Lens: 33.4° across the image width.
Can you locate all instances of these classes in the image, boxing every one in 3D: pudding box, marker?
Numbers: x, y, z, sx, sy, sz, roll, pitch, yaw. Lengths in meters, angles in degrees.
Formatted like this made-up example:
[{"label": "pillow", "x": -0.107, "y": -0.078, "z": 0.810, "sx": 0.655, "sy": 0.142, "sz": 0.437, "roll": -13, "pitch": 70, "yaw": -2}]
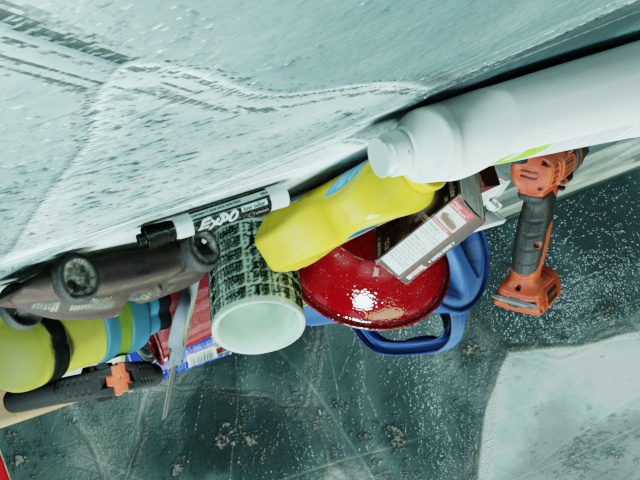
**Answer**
[{"label": "pudding box", "x": 0.088, "y": -0.027, "z": 0.880, "sx": 0.090, "sy": 0.039, "sz": 0.113, "roll": -41, "pitch": -157, "yaw": 23}, {"label": "marker", "x": -0.081, "y": -0.018, "z": 0.804, "sx": 0.121, "sy": 0.020, "sz": 0.020, "roll": -19, "pitch": 175, "yaw": -21}]

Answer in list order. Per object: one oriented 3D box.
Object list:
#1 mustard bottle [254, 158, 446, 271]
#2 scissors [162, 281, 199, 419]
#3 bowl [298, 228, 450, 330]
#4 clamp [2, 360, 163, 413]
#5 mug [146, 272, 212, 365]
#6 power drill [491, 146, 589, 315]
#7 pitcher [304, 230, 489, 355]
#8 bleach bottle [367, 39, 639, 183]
[{"label": "mustard bottle", "x": 0.035, "y": -0.035, "z": 0.854, "sx": 0.192, "sy": 0.058, "sz": 0.096, "roll": -27, "pitch": -175, "yaw": 46}, {"label": "scissors", "x": -0.135, "y": 0.109, "z": 0.990, "sx": 0.016, "sy": 0.202, "sz": 0.096, "roll": 13, "pitch": -156, "yaw": -3}, {"label": "bowl", "x": 0.047, "y": 0.003, "z": 0.985, "sx": 0.161, "sy": 0.162, "sz": 0.055, "roll": -18, "pitch": 145, "yaw": -25}, {"label": "clamp", "x": -0.204, "y": 0.136, "z": 1.029, "sx": 0.164, "sy": 0.036, "sz": 0.210, "roll": -9, "pitch": 173, "yaw": -30}, {"label": "mug", "x": -0.148, "y": 0.063, "z": 1.082, "sx": 0.081, "sy": 0.093, "sz": 0.117, "roll": -25, "pitch": -152, "yaw": -18}, {"label": "power drill", "x": 0.242, "y": -0.025, "z": 1.160, "sx": 0.057, "sy": 0.188, "sz": 0.184, "roll": 13, "pitch": -160, "yaw": 27}, {"label": "pitcher", "x": 0.063, "y": 0.042, "z": 1.223, "sx": 0.243, "sy": 0.145, "sz": 0.149, "roll": -14, "pitch": -140, "yaw": 44}, {"label": "bleach bottle", "x": 0.151, "y": -0.088, "z": 0.752, "sx": 0.250, "sy": 0.068, "sz": 0.103, "roll": -16, "pitch": 173, "yaw": -24}]
